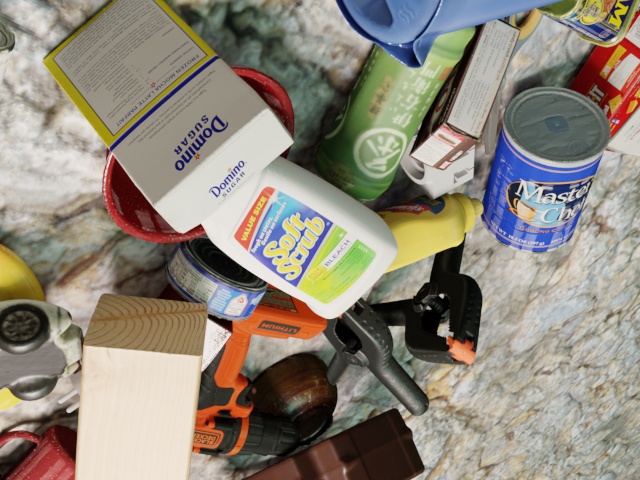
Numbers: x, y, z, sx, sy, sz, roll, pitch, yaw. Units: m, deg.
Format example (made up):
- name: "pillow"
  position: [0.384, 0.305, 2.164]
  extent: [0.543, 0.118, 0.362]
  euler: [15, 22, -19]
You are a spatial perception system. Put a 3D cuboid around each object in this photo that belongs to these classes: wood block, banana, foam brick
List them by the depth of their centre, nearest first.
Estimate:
- name: "banana"
  position: [-0.250, 0.076, 0.855]
  extent: [0.069, 0.037, 0.198]
  euler: [-11, 135, -36]
- name: "wood block"
  position: [-0.148, 0.158, 0.872]
  extent: [0.090, 0.090, 0.206]
  euler: [6, 113, -5]
- name: "foam brick"
  position: [-0.113, 0.069, 0.927]
  extent: [0.053, 0.078, 0.051]
  euler: [34, 105, -20]

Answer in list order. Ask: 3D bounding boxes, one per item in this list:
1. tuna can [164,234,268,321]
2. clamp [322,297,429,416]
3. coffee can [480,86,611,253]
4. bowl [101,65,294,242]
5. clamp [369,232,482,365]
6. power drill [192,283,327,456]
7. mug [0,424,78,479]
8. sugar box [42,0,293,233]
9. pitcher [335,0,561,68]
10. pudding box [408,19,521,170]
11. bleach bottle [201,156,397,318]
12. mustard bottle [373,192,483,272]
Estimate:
- name: "tuna can"
  position: [-0.088, 0.029, 0.914]
  extent: [0.085, 0.086, 0.034]
  euler: [10, 119, -48]
- name: "clamp"
  position: [0.035, 0.109, 1.072]
  extent: [0.039, 0.120, 0.171]
  euler: [-56, 135, -35]
- name: "coffee can"
  position: [0.222, -0.069, 1.069]
  extent: [0.102, 0.103, 0.140]
  euler: [-25, 148, -21]
- name: "bowl"
  position: [-0.101, -0.077, 0.812]
  extent: [0.162, 0.055, 0.162]
  euler: [-25, 142, -21]
- name: "clamp"
  position: [0.118, 0.052, 1.057]
  extent: [0.036, 0.210, 0.164]
  euler: [34, 97, -22]
- name: "power drill"
  position: [-0.069, 0.132, 1.036]
  extent: [0.184, 0.057, 0.188]
  euler: [15, 116, -31]
- name: "mug"
  position: [-0.251, 0.217, 0.974]
  extent: [0.117, 0.093, 0.081]
  euler: [43, 91, -18]
- name: "sugar box"
  position: [-0.102, -0.090, 0.691]
  extent: [0.093, 0.176, 0.048]
  euler: [-41, 145, -1]
- name: "pitcher"
  position: [0.131, -0.240, 0.805]
  extent: [0.242, 0.145, 0.149]
  euler: [-19, 151, -34]
- name: "pudding box"
  position: [0.122, -0.125, 0.909]
  extent: [0.090, 0.039, 0.113]
  euler: [134, -22, -72]
- name: "bleach bottle"
  position: [-0.044, -0.015, 0.831]
  extent: [0.103, 0.068, 0.250]
  euler: [-45, 143, 15]
- name: "mustard bottle"
  position: [0.080, -0.008, 1.024]
  extent: [0.191, 0.096, 0.058]
  euler: [-18, 102, -30]
